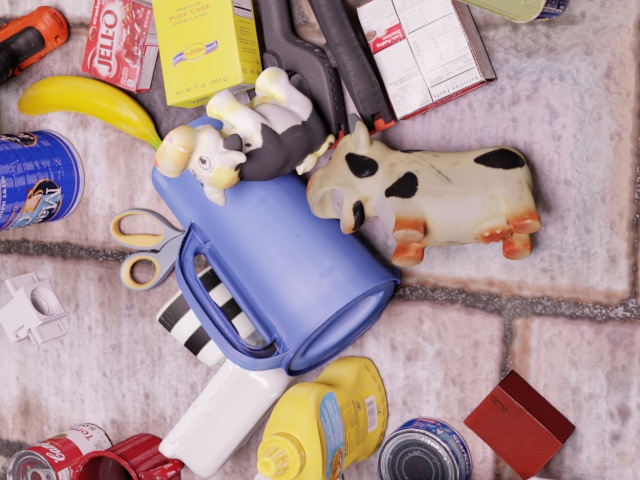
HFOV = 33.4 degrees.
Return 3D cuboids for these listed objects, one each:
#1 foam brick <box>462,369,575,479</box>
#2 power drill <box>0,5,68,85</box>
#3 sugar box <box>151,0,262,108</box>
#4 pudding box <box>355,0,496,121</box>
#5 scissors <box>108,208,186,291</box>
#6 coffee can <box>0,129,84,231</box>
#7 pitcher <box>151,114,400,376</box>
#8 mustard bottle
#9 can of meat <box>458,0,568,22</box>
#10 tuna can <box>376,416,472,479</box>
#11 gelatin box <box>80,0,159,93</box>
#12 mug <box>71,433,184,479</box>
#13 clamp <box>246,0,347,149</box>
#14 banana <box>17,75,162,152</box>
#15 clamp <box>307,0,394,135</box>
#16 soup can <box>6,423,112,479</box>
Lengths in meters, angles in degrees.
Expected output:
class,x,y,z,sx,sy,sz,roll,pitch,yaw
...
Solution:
class,x,y,z,sx,sy,sz,roll,pitch,yaw
foam brick,0.177,0.164,0.950,0.078,0.051,0.053,44,114,14
power drill,-0.362,-0.163,1.094,0.185,0.187,0.057,-26,114,23
sugar box,-0.111,-0.221,1.001,0.093,0.048,0.176,-12,88,31
pudding box,0.092,-0.174,0.942,0.090,0.039,0.113,-22,90,27
scissors,-0.135,0.019,1.101,0.202,0.016,0.096,14,100,23
coffee can,-0.333,-0.061,1.121,0.103,0.140,0.103,5,101,26
pitcher,-0.056,0.001,0.986,0.145,0.149,0.243,-45,72,13
mustard bottle,-0.002,0.173,0.963,0.058,0.191,0.096,0,99,27
can of meat,0.151,-0.218,0.878,0.102,0.083,0.057,26,110,21
tuna can,0.097,0.213,1.008,0.086,0.033,0.086,5,101,26
gelatin box,-0.202,-0.204,1.092,0.073,0.030,0.089,24,108,22
mug,-0.195,0.252,1.138,0.117,0.081,0.093,-25,87,28
clamp,-0.053,-0.161,1.019,0.165,0.036,0.210,-39,77,28
banana,-0.247,-0.139,1.115,0.198,0.037,0.070,20,125,25
clamp,0.019,-0.180,0.960,0.039,0.120,0.171,-20,108,7
soup can,-0.282,0.247,1.170,0.069,0.102,0.068,5,101,26
